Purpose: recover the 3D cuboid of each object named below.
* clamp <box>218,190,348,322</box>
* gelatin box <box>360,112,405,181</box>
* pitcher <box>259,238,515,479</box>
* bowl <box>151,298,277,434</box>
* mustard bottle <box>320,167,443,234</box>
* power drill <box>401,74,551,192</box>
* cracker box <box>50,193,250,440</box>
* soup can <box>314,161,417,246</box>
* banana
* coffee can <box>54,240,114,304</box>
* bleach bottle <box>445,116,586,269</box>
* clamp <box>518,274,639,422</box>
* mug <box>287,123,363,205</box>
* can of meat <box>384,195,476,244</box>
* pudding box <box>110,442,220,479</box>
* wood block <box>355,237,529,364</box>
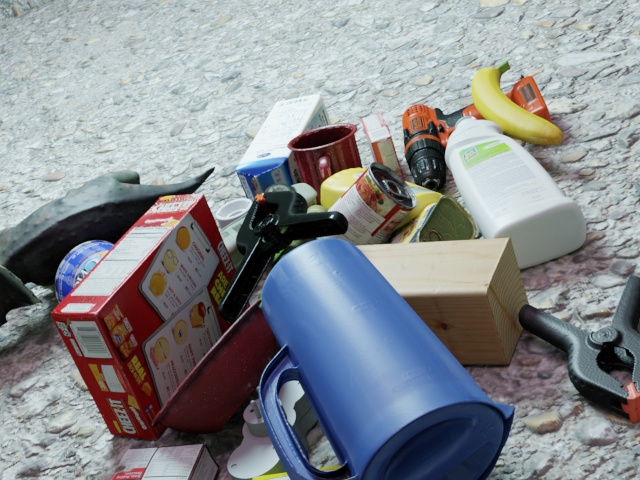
[{"bbox_3d":[-0.058,0.001,1.166,0.164,0.036,0.210,-41,23,2],"label":"clamp"},{"bbox_3d":[0.082,-0.116,1.382,0.030,0.073,0.089,-19,28,2],"label":"gelatin box"},{"bbox_3d":[0.032,0.110,0.897,0.145,0.149,0.243,-51,43,14],"label":"pitcher"},{"bbox_3d":[-0.091,0.134,1.036,0.162,0.055,0.162,-50,-2,-3],"label":"bowl"},{"bbox_3d":[0.090,-0.039,1.253,0.096,0.058,0.192,-10,20,-34],"label":"mustard bottle"},{"bbox_3d":[0.197,-0.137,1.359,0.188,0.057,0.184,-15,35,9],"label":"power drill"},{"bbox_3d":[-0.172,0.076,1.124,0.072,0.164,0.213,0,35,30],"label":"cracker box"},{"bbox_3d":[0.048,-0.027,1.170,0.102,0.068,0.068,-47,19,25],"label":"soup can"},{"bbox_3d":[0.228,-0.167,1.301,0.069,0.037,0.198,-24,39,4],"label":"banana"},{"bbox_3d":[-0.235,0.064,1.251,0.102,0.103,0.141,-36,32,-26],"label":"coffee can"},{"bbox_3d":[0.205,-0.071,1.196,0.102,0.068,0.251,-20,36,3],"label":"bleach bottle"},{"bbox_3d":[0.260,0.090,0.945,0.120,0.039,0.171,-26,35,0],"label":"clamp"},{"bbox_3d":[0.012,-0.093,1.366,0.093,0.081,0.117,-14,21,5],"label":"mug"},{"bbox_3d":[0.108,0.010,1.135,0.084,0.057,0.102,-34,14,42],"label":"can of meat"},{"bbox_3d":[-0.152,0.236,0.967,0.090,0.039,0.113,-8,33,22],"label":"pudding box"},{"bbox_3d":[0.088,0.062,1.052,0.206,0.091,0.090,-3,34,29],"label":"wood block"}]
